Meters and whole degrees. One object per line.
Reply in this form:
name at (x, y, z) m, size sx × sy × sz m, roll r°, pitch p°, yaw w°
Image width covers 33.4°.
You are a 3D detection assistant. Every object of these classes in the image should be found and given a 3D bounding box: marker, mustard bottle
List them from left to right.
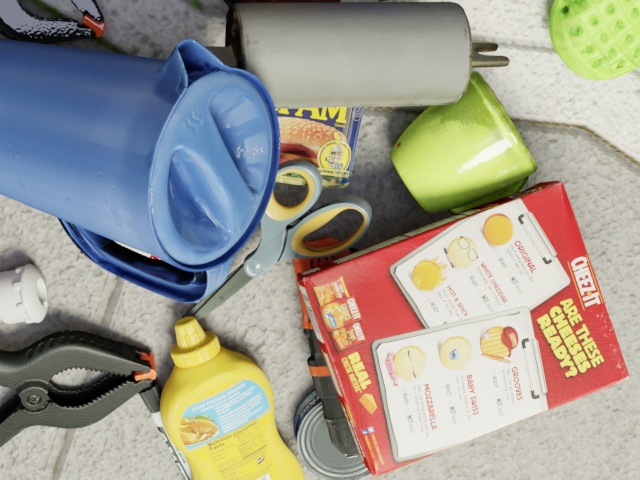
marker at (-0.128, 0.172, 0.929) m, size 0.020 × 0.020 × 0.121 m, roll -24°, pitch 109°, yaw 0°
mustard bottle at (-0.083, 0.152, 0.907) m, size 0.096 × 0.058 × 0.191 m, roll -24°, pitch 109°, yaw -16°

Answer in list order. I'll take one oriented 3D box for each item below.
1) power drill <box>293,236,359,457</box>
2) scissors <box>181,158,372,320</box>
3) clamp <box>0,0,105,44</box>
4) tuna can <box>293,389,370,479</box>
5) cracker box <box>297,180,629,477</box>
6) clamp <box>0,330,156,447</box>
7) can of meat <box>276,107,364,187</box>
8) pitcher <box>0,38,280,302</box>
power drill at (0.079, 0.076, 0.892) m, size 0.187 × 0.057 × 0.184 m, roll -11°, pitch 94°, yaw -7°
scissors at (-0.056, 0.001, 0.852) m, size 0.202 × 0.016 × 0.096 m, roll -23°, pitch 115°, yaw 22°
clamp at (-0.235, -0.206, 0.786) m, size 0.171 × 0.039 × 0.120 m, roll 17°, pitch 109°, yaw -19°
tuna can at (0.020, 0.168, 0.941) m, size 0.086 × 0.034 × 0.086 m, roll -2°, pitch 108°, yaw -7°
cracker box at (0.107, 0.066, 0.831) m, size 0.213 × 0.072 × 0.164 m, roll -20°, pitch 95°, yaw -6°
clamp at (-0.243, 0.114, 0.876) m, size 0.210 × 0.036 × 0.164 m, roll -15°, pitch 124°, yaw -5°
can of meat at (-0.018, -0.091, 0.843) m, size 0.102 × 0.057 × 0.084 m, roll 8°, pitch 109°, yaw -10°
pitcher at (-0.158, -0.061, 0.742) m, size 0.144 × 0.243 × 0.149 m, roll 35°, pitch 74°, yaw -58°
